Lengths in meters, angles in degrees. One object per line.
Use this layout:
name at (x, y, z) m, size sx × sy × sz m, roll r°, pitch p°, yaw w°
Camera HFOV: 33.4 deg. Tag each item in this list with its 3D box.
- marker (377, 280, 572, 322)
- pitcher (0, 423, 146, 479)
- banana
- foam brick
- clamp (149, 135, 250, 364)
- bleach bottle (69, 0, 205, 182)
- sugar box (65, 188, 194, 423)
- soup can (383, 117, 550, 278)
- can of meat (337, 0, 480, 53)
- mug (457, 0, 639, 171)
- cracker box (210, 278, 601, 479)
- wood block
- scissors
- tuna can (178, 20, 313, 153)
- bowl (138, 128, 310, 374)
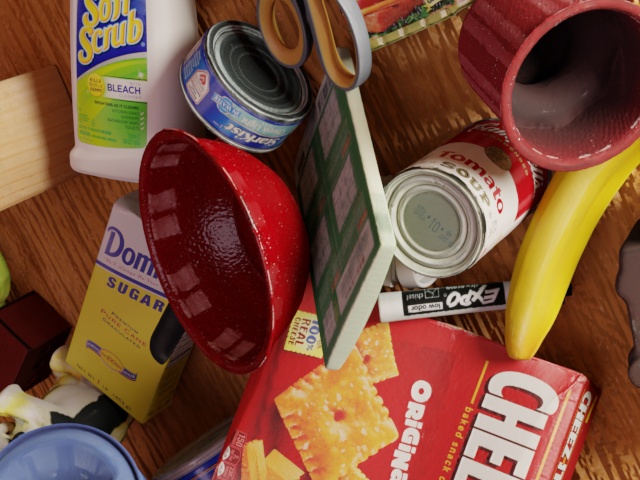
marker at (0.097, 0.037, 0.671) m, size 0.121 × 0.020 × 0.020 m, roll -6°, pitch 110°, yaw 5°
pitcher at (-0.160, 0.248, 0.832) m, size 0.243 × 0.145 × 0.149 m, roll 73°, pitch 171°, yaw -60°
banana at (0.152, -0.019, 0.612) m, size 0.037 × 0.069 × 0.198 m, roll 20°, pitch 123°, yaw -12°
foam brick at (-0.267, 0.095, 0.950) m, size 0.051 × 0.052 × 0.078 m, roll 41°, pitch 128°, yaw 11°
clamp at (-0.073, 0.011, 0.760) m, size 0.039 × 0.120 × 0.171 m, roll -151°, pitch 49°, yaw -68°
bleach bottle at (-0.134, -0.169, 0.738) m, size 0.103 × 0.068 × 0.251 m, roll 11°, pitch 114°, yaw 29°
sugar box at (-0.141, 0.054, 0.852) m, size 0.093 × 0.048 × 0.176 m, roll 35°, pitch 127°, yaw 16°
soup can at (0.086, -0.026, 0.629) m, size 0.069 × 0.102 × 0.068 m, roll 14°, pitch 118°, yaw 28°
can of meat at (0.049, -0.165, 0.620) m, size 0.102 × 0.057 × 0.084 m, roll -17°, pitch 103°, yaw 37°
mug at (0.124, -0.106, 0.561) m, size 0.081 × 0.093 × 0.117 m, roll -116°, pitch 26°, yaw -56°
cracker box at (0.050, 0.131, 0.695) m, size 0.214 × 0.072 × 0.164 m, roll 18°, pitch 83°, yaw 27°
wood block at (-0.280, -0.055, 0.793) m, size 0.091 × 0.205 × 0.090 m, roll -10°, pitch 105°, yaw 36°
scissors at (-0.025, -0.180, 0.619) m, size 0.096 × 0.016 × 0.202 m, roll 1°, pitch 119°, yaw 52°
tuna can at (-0.047, -0.101, 0.694) m, size 0.086 × 0.086 × 0.034 m, roll 51°, pitch 127°, yaw 4°
bowl at (-0.054, 0.001, 0.680) m, size 0.162 × 0.055 × 0.162 m, roll 35°, pitch 135°, yaw 44°
